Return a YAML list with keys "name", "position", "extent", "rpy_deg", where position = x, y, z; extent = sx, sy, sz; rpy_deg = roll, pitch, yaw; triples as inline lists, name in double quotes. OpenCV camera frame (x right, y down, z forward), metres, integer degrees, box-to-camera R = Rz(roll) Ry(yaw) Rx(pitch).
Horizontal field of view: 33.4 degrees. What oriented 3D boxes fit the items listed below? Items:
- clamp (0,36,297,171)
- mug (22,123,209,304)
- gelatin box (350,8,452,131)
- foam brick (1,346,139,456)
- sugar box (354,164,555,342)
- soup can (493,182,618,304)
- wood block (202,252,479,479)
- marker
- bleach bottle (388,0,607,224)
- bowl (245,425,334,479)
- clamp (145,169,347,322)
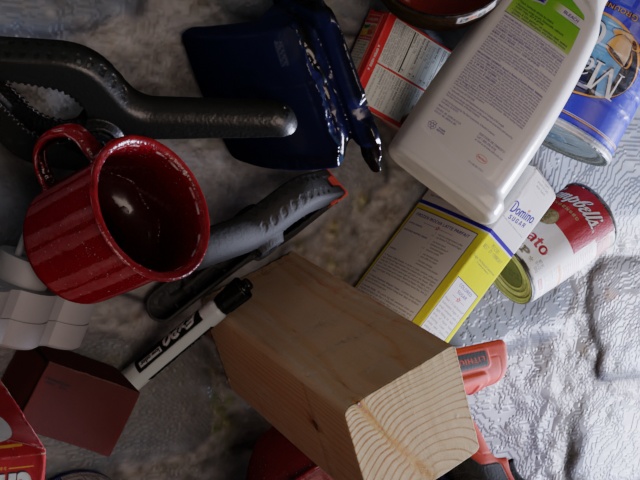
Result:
- name: "clamp"
  position: [-0.131, -0.076, 0.687]
  extent: [0.209, 0.036, 0.165]
  rpy_deg: [33, 124, -30]
- name: "mug"
  position: [-0.136, -0.018, 0.661]
  extent: [0.117, 0.082, 0.093]
  rpy_deg: [56, 38, -16]
- name: "gelatin box"
  position: [0.062, -0.127, 0.830]
  extent: [0.089, 0.030, 0.073]
  rpy_deg: [23, 92, -36]
- name: "foam brick"
  position: [-0.177, 0.109, 0.748]
  extent: [0.078, 0.051, 0.053]
  rpy_deg: [28, 89, -36]
- name: "sugar box"
  position: [0.103, 0.009, 0.863]
  extent: [0.176, 0.093, 0.048]
  rpy_deg: [-50, 127, -7]
- name: "soup can"
  position: [0.200, 0.003, 0.937]
  extent: [0.102, 0.069, 0.068]
  rpy_deg: [-32, 120, -19]
- name: "wood block"
  position: [0.007, 0.093, 0.763]
  extent: [0.090, 0.206, 0.091]
  rpy_deg: [-27, 119, -22]
- name: "marker"
  position: [-0.096, 0.067, 0.776]
  extent: [0.121, 0.020, 0.020]
  rpy_deg: [-39, 126, 12]
- name: "bleach bottle"
  position: [0.162, -0.141, 0.808]
  extent: [0.102, 0.068, 0.251]
  rpy_deg: [37, 86, 1]
- name: "bowl"
  position: [0.000, 0.166, 0.848]
  extent: [0.162, 0.055, 0.162]
  rpy_deg: [-26, 159, -11]
- name: "clamp"
  position: [-0.055, 0.001, 0.779]
  extent: [0.171, 0.120, 0.039]
  rpy_deg: [-28, 83, -37]
